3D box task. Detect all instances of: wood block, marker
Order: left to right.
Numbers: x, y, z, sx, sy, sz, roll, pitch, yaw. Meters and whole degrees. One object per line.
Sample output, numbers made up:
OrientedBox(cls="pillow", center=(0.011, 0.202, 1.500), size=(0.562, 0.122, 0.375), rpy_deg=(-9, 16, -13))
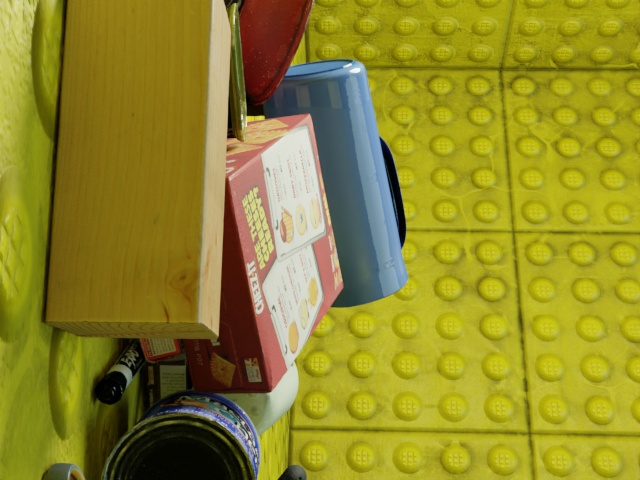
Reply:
OrientedBox(cls="marker", center=(-0.140, 0.092, 0.767), size=(0.121, 0.020, 0.020), rpy_deg=(-80, 170, -80))
OrientedBox(cls="wood block", center=(-0.106, -0.047, 0.652), size=(0.090, 0.091, 0.206), rpy_deg=(81, 9, -79))

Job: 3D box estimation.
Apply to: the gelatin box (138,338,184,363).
OrientedBox(cls="gelatin box", center=(-0.124, 0.040, 0.809), size=(0.073, 0.030, 0.089), rpy_deg=(-78, 155, -79))

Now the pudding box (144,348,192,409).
OrientedBox(cls="pudding box", center=(-0.125, 0.111, 0.928), size=(0.113, 0.039, 0.090), rpy_deg=(-84, 176, -64))

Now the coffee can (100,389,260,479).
OrientedBox(cls="coffee can", center=(-0.095, 0.165, 0.761), size=(0.140, 0.103, 0.103), rpy_deg=(139, -48, -87))

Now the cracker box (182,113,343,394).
OrientedBox(cls="cracker box", center=(-0.051, 0.003, 0.849), size=(0.213, 0.072, 0.164), rpy_deg=(-50, 132, -65))

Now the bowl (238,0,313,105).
OrientedBox(cls="bowl", center=(-0.059, -0.215, 1.023), size=(0.162, 0.055, 0.162), rpy_deg=(-53, -153, 43))

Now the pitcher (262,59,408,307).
OrientedBox(cls="pitcher", center=(0.016, -0.063, 1.113), size=(0.149, 0.145, 0.243), rpy_deg=(-100, -179, -74))
